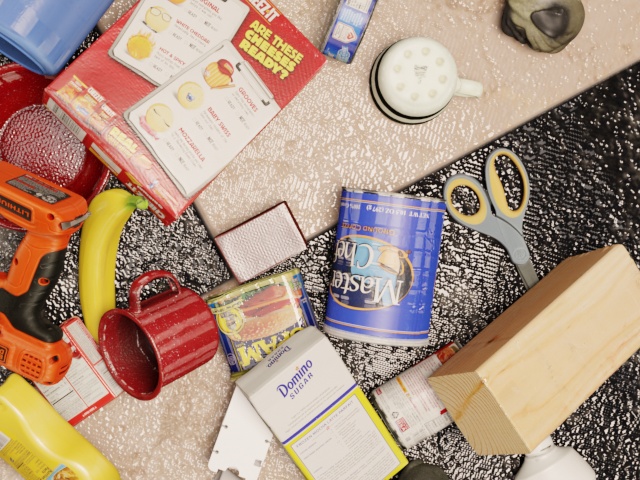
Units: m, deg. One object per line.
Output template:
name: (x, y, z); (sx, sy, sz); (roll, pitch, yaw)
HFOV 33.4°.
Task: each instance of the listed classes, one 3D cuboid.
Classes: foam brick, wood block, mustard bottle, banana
foam brick: (-0.057, 0.001, 1.045); (0.078, 0.051, 0.053); (-27, 94, 1)
wood block: (0.213, 0.100, 0.994); (0.205, 0.091, 0.090); (-36, 95, -26)
mustard bottle: (-0.251, 0.218, 1.036); (0.191, 0.058, 0.096); (44, 134, -4)
banana: (-0.207, 0.021, 1.021); (0.037, 0.070, 0.198); (-6, 133, -30)

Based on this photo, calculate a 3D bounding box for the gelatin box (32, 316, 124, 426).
gelatin box: (-0.243, 0.129, 1.047); (0.073, 0.030, 0.089); (-35, 93, 27)

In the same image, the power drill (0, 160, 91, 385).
power drill: (-0.300, 0.025, 0.991); (0.184, 0.057, 0.188); (23, 113, 9)

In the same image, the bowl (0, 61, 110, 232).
bowl: (-0.276, -0.090, 1.034); (0.162, 0.055, 0.162); (0, 93, -1)

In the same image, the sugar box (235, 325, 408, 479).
sugar box: (0.003, 0.174, 1.020); (0.093, 0.048, 0.176); (-37, 115, -11)

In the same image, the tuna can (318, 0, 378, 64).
tuna can: (0.030, -0.212, 1.018); (0.033, 0.086, 0.086); (22, 92, -4)

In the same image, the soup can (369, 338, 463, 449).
soup can: (0.108, 0.151, 1.047); (0.102, 0.068, 0.068); (-32, 93, 1)

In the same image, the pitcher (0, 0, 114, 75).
pitcher: (-0.228, -0.279, 0.973); (0.145, 0.149, 0.243); (34, 81, -11)

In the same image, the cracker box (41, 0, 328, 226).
cracker box: (-0.126, -0.146, 0.995); (0.164, 0.072, 0.213); (44, 73, -8)

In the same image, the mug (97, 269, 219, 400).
mug: (-0.153, 0.083, 1.015); (0.093, 0.081, 0.117); (11, 116, 41)

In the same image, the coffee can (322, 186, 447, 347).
coffee can: (0.062, 0.024, 1.022); (0.103, 0.103, 0.140); (7, 93, -2)

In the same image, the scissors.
scissors: (0.178, 0.009, 1.067); (0.096, 0.016, 0.202); (-8, 93, 1)

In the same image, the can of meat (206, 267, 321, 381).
can of meat: (-0.053, 0.081, 1.047); (0.102, 0.057, 0.084); (-19, 91, 0)
